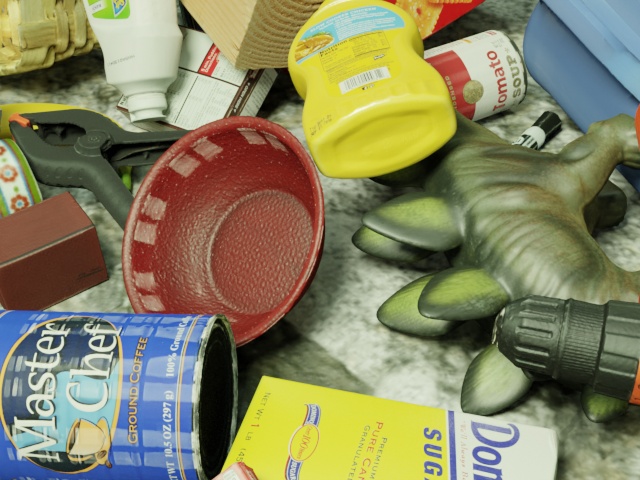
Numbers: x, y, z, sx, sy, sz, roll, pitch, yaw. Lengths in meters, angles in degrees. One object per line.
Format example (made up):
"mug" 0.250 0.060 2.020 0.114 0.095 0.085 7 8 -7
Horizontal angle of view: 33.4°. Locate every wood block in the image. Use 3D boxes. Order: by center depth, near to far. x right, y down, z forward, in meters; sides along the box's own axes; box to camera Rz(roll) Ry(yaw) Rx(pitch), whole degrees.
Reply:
"wood block" -0.071 -0.237 0.869 0.090 0.091 0.206 -9 49 -37

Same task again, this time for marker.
"marker" 0.152 -0.066 0.828 0.020 0.020 0.121 25 50 31

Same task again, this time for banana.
"banana" -0.230 -0.087 0.888 0.198 0.037 0.069 12 43 21

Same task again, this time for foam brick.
"foam brick" -0.199 0.011 0.759 0.078 0.053 0.051 -25 44 -22

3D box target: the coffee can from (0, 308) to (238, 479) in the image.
"coffee can" -0.126 0.092 0.617 0.140 0.103 0.102 1 41 8

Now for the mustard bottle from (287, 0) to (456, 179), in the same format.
"mustard bottle" 0.027 -0.122 0.745 0.096 0.058 0.191 -20 39 5

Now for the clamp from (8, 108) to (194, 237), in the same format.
"clamp" -0.169 -0.057 0.808 0.172 0.039 0.120 10 38 16

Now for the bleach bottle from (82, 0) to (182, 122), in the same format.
"bleach bottle" -0.161 -0.219 0.859 0.067 0.251 0.103 -9 1 -42

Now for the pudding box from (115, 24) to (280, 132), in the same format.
"pudding box" -0.103 -0.127 0.890 0.114 0.039 0.090 21 79 30

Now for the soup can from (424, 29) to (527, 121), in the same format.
"soup can" 0.107 -0.125 0.865 0.102 0.068 0.069 -21 43 -17

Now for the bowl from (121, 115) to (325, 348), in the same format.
"bowl" -0.055 0.001 0.716 0.162 0.055 0.162 -10 71 29

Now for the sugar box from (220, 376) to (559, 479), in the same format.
"sugar box" 0.038 0.134 0.590 0.176 0.048 0.093 6 43 16
